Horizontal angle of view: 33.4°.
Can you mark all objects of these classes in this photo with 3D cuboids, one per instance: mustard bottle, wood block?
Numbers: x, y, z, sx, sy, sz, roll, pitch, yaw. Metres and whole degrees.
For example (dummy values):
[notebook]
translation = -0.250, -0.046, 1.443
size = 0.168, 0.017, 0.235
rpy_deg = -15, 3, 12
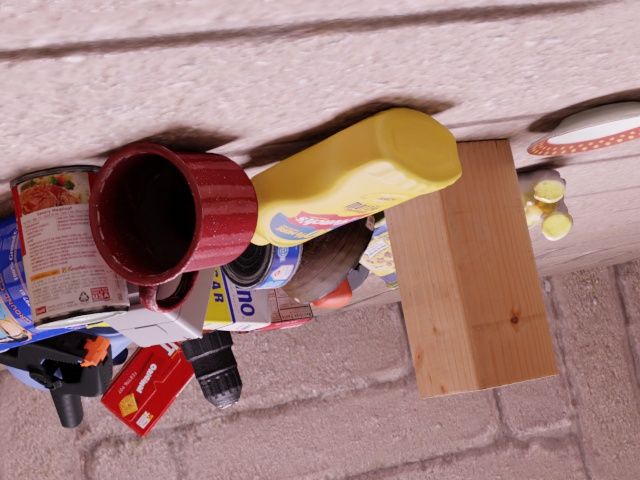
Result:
[mustard bottle]
translation = 0.002, -0.037, 0.791
size = 0.192, 0.058, 0.096
rpy_deg = -22, 164, 39
[wood block]
translation = 0.126, 0.025, 0.926
size = 0.090, 0.206, 0.090
rpy_deg = -6, 171, -30

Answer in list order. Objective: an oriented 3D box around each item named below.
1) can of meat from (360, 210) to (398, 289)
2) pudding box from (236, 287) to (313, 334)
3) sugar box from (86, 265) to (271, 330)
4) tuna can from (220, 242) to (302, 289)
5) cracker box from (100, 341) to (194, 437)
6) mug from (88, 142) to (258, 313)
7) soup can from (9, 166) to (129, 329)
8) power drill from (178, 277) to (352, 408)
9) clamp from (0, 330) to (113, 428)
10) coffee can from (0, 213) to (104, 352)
[can of meat]
translation = 0.073, -0.005, 1.060
size = 0.083, 0.057, 0.102
rpy_deg = 35, 143, -23
[pudding box]
translation = -0.062, 0.042, 1.153
size = 0.039, 0.113, 0.089
rpy_deg = -25, 165, 39
[sugar box]
translation = -0.130, 0.033, 0.975
size = 0.175, 0.093, 0.048
rpy_deg = 3, 165, -34
[tuna can]
translation = -0.056, 0.001, 0.954
size = 0.033, 0.086, 0.086
rpy_deg = -2, 169, -43
[cracker box]
translation = -0.157, 0.113, 1.237
size = 0.164, 0.072, 0.213
rpy_deg = -51, -178, 11
[mug]
translation = -0.097, -0.008, 0.726
size = 0.093, 0.117, 0.081
rpy_deg = 12, -170, 28
[soup can]
translation = -0.174, 0.006, 0.744
size = 0.068, 0.102, 0.068
rpy_deg = -11, 173, -1
[power drill]
translation = -0.063, 0.057, 1.074
size = 0.187, 0.184, 0.057
rpy_deg = -18, 176, -30
[clamp]
translation = -0.265, 0.114, 1.013
size = 0.164, 0.036, 0.210
rpy_deg = 36, 147, -17
[coffee can]
translation = -0.230, 0.029, 0.840
size = 0.141, 0.103, 0.102
rpy_deg = -17, 171, 39
